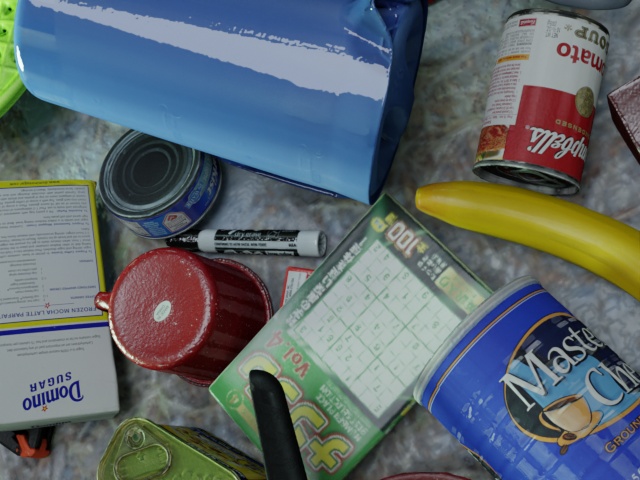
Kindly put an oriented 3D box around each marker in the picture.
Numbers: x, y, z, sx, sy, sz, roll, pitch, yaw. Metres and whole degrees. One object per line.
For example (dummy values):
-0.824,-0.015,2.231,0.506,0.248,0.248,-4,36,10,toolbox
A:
-0.055,0.001,0.756,0.121,0.020,0.020,1,79,22,marker

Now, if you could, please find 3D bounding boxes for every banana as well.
0.154,0.002,0.651,0.198,0.069,0.037,29,119,28,banana

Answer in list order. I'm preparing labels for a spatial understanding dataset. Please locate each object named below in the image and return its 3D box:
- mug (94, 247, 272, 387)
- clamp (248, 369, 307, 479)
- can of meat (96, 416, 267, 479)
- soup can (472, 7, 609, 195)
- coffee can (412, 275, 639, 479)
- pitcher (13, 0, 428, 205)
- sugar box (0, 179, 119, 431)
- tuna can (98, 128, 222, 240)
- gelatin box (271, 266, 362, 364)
-0.101,0.049,0.730,0.117,0.081,0.093,10,82,23,mug
-0.013,0.188,0.611,0.210,0.036,0.164,33,91,13,clamp
-0.080,0.159,0.697,0.102,0.083,0.057,25,89,24,can of meat
0.139,-0.086,0.672,0.069,0.068,0.102,11,83,23,soup can
0.138,0.104,0.613,0.103,0.102,0.140,-48,67,6,coffee can
-0.060,-0.108,0.677,0.243,0.145,0.149,15,105,10,pitcher
-0.201,0.045,0.768,0.093,0.048,0.176,-3,76,-20,sugar box
-0.116,-0.046,0.771,0.086,0.033,0.086,-10,60,18,tuna can
0.015,0.059,0.711,0.089,0.030,0.073,6,82,22,gelatin box
